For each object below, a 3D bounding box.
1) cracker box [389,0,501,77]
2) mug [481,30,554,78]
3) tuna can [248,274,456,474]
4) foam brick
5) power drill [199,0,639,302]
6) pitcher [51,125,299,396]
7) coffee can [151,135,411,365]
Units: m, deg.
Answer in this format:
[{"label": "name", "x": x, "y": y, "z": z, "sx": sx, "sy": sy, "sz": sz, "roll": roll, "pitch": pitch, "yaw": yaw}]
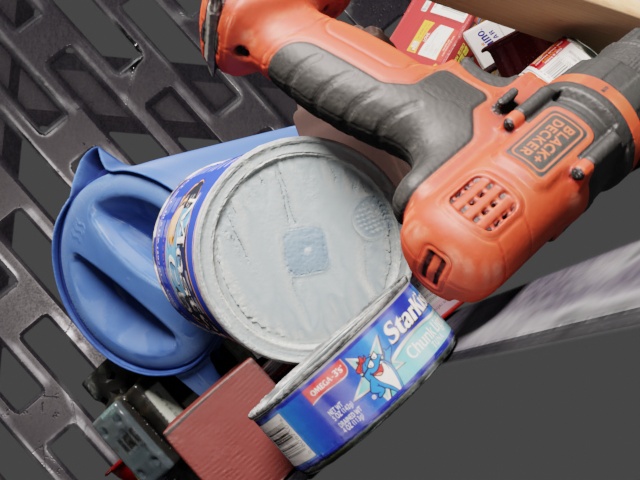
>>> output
[{"label": "cracker box", "x": 0.120, "y": -0.134, "z": 1.041, "sx": 0.164, "sy": 0.072, "sz": 0.213, "roll": -60, "pitch": -27, "yaw": -14}, {"label": "mug", "x": 0.165, "y": -0.117, "z": 0.769, "sx": 0.117, "sy": 0.081, "sz": 0.093, "roll": -24, "pitch": 4, "yaw": 37}, {"label": "tuna can", "x": 0.013, "y": 0.054, "z": 0.431, "sx": 0.086, "sy": 0.034, "sz": 0.086, "roll": -42, "pitch": -2, "yaw": -2}, {"label": "foam brick", "x": -0.037, "y": 0.090, "z": 0.501, "sx": 0.053, "sy": 0.051, "sz": 0.078, "roll": -41, "pitch": -1, "yaw": -8}, {"label": "power drill", "x": 0.055, "y": -0.080, "z": 0.471, "sx": 0.184, "sy": 0.188, "sz": 0.057, "roll": -39, "pitch": -24, "yaw": -31}, {"label": "pitcher", "x": -0.055, "y": 0.001, "z": 0.747, "sx": 0.242, "sy": 0.145, "sz": 0.149, "roll": -29, "pitch": -46, "yaw": -57}, {"label": "coffee can", "x": -0.025, "y": 0.005, "z": 0.542, "sx": 0.102, "sy": 0.103, "sz": 0.140, "roll": -42, "pitch": 11, "yaw": -13}]
